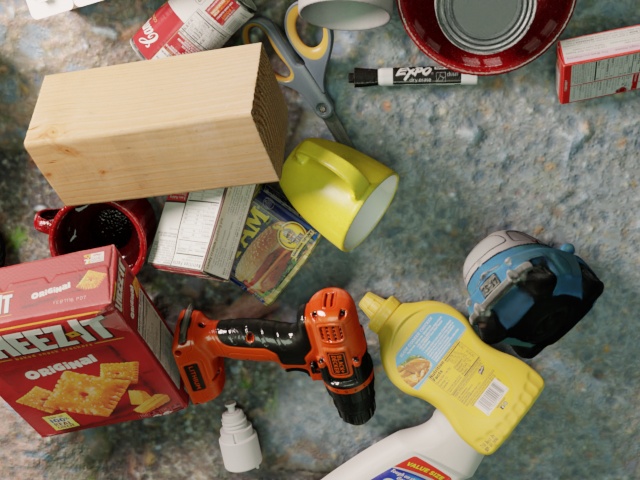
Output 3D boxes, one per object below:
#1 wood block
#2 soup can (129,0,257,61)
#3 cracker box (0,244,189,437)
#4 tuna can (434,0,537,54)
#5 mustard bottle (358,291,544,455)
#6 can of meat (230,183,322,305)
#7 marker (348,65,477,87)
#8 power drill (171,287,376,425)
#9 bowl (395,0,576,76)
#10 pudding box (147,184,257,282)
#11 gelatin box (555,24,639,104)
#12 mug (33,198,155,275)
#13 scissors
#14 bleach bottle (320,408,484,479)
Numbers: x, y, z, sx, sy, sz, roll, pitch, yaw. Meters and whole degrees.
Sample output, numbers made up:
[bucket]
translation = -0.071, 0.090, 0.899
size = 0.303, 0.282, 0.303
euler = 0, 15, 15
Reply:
[wood block]
translation = -0.141, -0.100, 0.946
size = 0.206, 0.091, 0.090
euler = -6, 142, 14
[soup can]
translation = -0.116, -0.197, 0.979
size = 0.068, 0.068, 0.102
euler = 44, 104, -9
[cracker box]
translation = -0.235, 0.104, 1.019
size = 0.164, 0.072, 0.213
euler = -12, 144, 7
[tuna can]
translation = 0.141, -0.205, 0.919
size = 0.086, 0.033, 0.086
euler = 1, 107, 3
[mustard bottle]
translation = 0.117, 0.116, 1.048
size = 0.192, 0.058, 0.096
euler = 38, 85, 9
[can of meat]
translation = -0.057, 0.001, 1.041
size = 0.084, 0.057, 0.102
euler = 36, 106, -10
[marker]
translation = 0.086, -0.155, 1.004
size = 0.121, 0.020, 0.020
euler = -1, 107, 4
[power drill]
translation = -0.041, 0.122, 1.059
size = 0.188, 0.057, 0.184
euler = -4, 132, 10
[bowl]
translation = 0.147, -0.232, 0.958
size = 0.162, 0.055, 0.162
euler = 1, 107, 3
[pudding box]
translation = -0.110, -0.021, 1.000
size = 0.039, 0.090, 0.113
euler = 22, 80, -43
[gelatin box]
translation = 0.258, -0.160, 0.963
size = 0.089, 0.073, 0.030
euler = -11, 68, 7
[mug]
translation = -0.218, -0.010, 1.035
size = 0.117, 0.081, 0.093
euler = 10, 107, 0
[scissors]
translation = 0.011, -0.143, 1.006
size = 0.201, 0.016, 0.096
euler = 44, 120, -9
[bleach bottle]
translation = 0.074, 0.246, 1.103
size = 0.251, 0.068, 0.102
euler = -42, 99, 12
